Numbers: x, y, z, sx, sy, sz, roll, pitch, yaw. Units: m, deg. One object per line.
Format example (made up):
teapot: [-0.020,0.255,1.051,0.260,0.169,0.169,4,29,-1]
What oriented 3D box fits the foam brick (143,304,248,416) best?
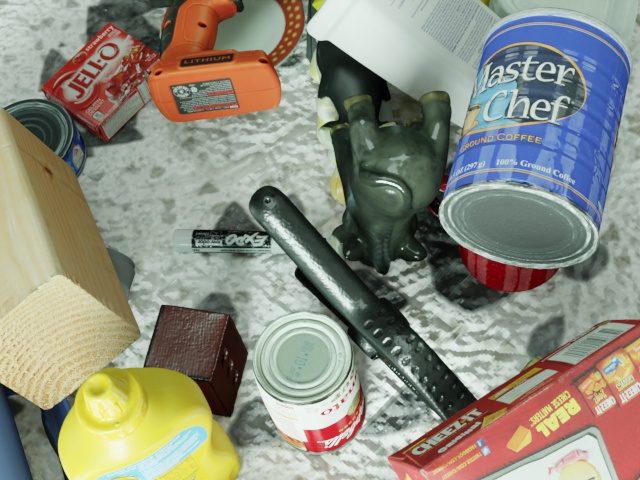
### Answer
foam brick: [-0.088,0.087,0.763,0.051,0.078,0.053,8,65,11]

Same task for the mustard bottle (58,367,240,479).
mustard bottle: [-0.113,0.128,0.678,0.096,0.191,0.058,-27,61,-7]

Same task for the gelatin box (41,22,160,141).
gelatin box: [-0.185,-0.138,0.928,0.073,0.030,0.089,34,70,23]

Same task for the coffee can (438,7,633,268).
coffee can: [0.144,-0.067,0.705,0.103,0.103,0.140,11,63,14]

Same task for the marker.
marker: [-0.055,0.001,0.839,0.121,0.020,0.020,1,61,9]

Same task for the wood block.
wood block: [-0.216,0.008,0.776,0.090,0.090,0.206,-38,45,5]

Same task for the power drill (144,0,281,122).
power drill: [-0.071,-0.189,0.894,0.184,0.057,0.187,-8,52,8]

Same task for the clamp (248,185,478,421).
clamp: [0.033,0.052,0.713,0.036,0.164,0.210,-44,63,-4]

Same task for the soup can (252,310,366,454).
soup can: [-0.006,0.098,0.731,0.068,0.102,0.068,-3,61,6]

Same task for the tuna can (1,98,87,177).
tuna can: [-0.243,-0.077,0.900,0.086,0.034,0.086,-3,61,6]

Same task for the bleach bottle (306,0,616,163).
bleach bottle: [0.118,-0.124,0.806,0.250,0.068,0.102,37,58,-8]

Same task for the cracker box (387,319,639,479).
cracker box: [0.164,0.177,0.624,0.164,0.072,0.213,-31,94,-14]

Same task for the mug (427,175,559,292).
mug: [0.131,-0.017,0.787,0.117,0.081,0.093,16,65,16]
